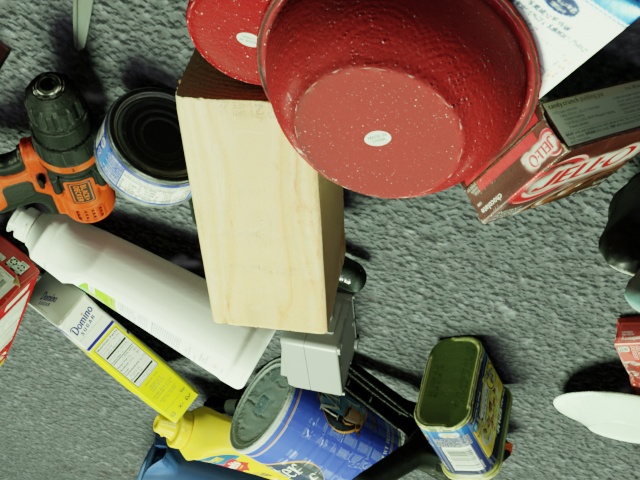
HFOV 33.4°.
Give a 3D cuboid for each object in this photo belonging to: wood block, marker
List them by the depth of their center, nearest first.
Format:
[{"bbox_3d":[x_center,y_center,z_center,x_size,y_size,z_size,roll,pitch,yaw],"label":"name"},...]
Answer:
[{"bbox_3d":[-0.035,-0.040,0.743,0.090,0.090,0.206,5,135,8],"label":"wood block"},{"bbox_3d":[-0.072,0.180,1.148,0.121,0.020,0.020,-1,141,25],"label":"marker"}]

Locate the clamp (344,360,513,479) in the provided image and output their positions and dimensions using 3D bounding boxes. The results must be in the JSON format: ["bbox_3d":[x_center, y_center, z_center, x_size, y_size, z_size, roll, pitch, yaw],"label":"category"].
[{"bbox_3d":[0.090,0.177,1.011,0.209,0.164,0.036,12,129,-31],"label":"clamp"}]

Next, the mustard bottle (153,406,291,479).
[{"bbox_3d":[-0.088,0.218,1.141,0.191,0.058,0.096,21,160,-24],"label":"mustard bottle"}]

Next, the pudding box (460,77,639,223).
[{"bbox_3d":[0.154,-0.057,0.660,0.039,0.113,0.090,62,145,13],"label":"pudding box"}]

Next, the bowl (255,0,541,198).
[{"bbox_3d":[0.036,-0.075,0.581,0.162,0.055,0.162,10,139,9],"label":"bowl"}]

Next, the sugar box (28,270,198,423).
[{"bbox_3d":[-0.205,0.105,1.053,0.176,0.048,0.093,45,166,-35],"label":"sugar box"}]

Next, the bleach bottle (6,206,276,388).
[{"bbox_3d":[-0.161,0.039,0.937,0.251,0.068,0.103,30,159,1],"label":"bleach bottle"}]

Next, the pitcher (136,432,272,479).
[{"bbox_3d":[-0.105,0.329,1.272,0.243,0.145,0.149,16,176,-2],"label":"pitcher"}]

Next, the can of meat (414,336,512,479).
[{"bbox_3d":[0.127,0.148,0.949,0.058,0.102,0.084,-5,137,28],"label":"can of meat"}]

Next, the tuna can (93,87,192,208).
[{"bbox_3d":[-0.119,-0.069,0.776,0.086,0.086,0.034,26,142,-12],"label":"tuna can"}]

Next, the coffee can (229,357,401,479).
[{"bbox_3d":[-0.005,0.194,1.066,0.140,0.102,0.103,33,142,-21],"label":"coffee can"}]

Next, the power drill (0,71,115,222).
[{"bbox_3d":[-0.255,-0.054,0.807,0.187,0.057,0.184,-11,154,-6],"label":"power drill"}]

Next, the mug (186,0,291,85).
[{"bbox_3d":[-0.034,-0.155,0.626,0.093,0.081,0.117,-1,141,25],"label":"mug"}]
